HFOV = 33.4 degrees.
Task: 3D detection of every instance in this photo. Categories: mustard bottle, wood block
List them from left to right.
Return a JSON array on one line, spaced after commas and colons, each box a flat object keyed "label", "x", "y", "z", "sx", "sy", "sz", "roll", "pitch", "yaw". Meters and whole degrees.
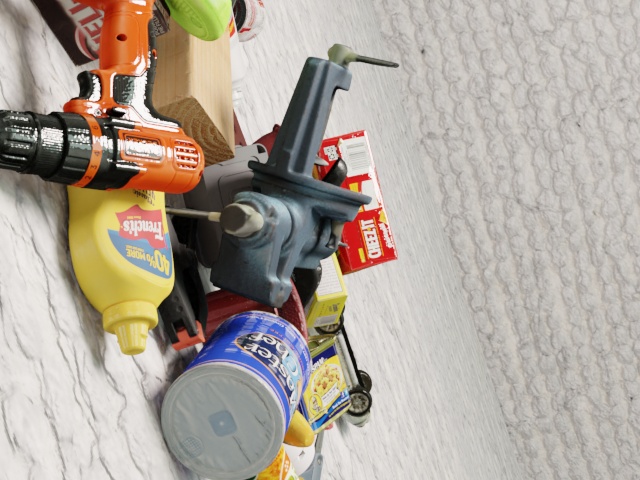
[{"label": "mustard bottle", "x": -0.155, "y": -0.003, "z": 0.831, "sx": 0.096, "sy": 0.058, "sz": 0.191, "roll": 31, "pitch": 43, "yaw": -57}, {"label": "wood block", "x": -0.142, "y": -0.168, "z": 1.017, "sx": 0.090, "sy": 0.091, "sz": 0.206, "roll": 57, "pitch": 21, "yaw": -49}]

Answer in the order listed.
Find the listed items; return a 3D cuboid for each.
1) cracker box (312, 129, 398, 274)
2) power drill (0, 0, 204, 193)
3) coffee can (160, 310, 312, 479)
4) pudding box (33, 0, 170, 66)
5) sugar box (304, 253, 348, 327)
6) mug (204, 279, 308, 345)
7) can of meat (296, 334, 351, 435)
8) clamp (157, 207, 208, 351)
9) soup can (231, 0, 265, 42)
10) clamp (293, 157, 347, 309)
[{"label": "cracker box", "x": 0.019, "y": -0.036, "z": 1.369, "sx": 0.214, "sy": 0.072, "sz": 0.164, "roll": 156, "pitch": -80, "yaw": -74}, {"label": "power drill", "x": -0.173, "y": -0.128, "z": 0.783, "sx": 0.184, "sy": 0.057, "sz": 0.187, "roll": 6, "pitch": 73, "yaw": -47}, {"label": "coffee can", "x": -0.068, "y": 0.131, "z": 0.924, "sx": 0.140, "sy": 0.103, "sz": 0.103, "roll": -57, "pitch": 129, "yaw": -73}, {"label": "pudding box", "x": -0.188, "y": -0.208, "z": 0.882, "sx": 0.039, "sy": 0.090, "sz": 0.113, "roll": -94, "pitch": 161, "yaw": -47}, {"label": "sugar box", "x": -0.015, "y": 0.010, "z": 1.306, "sx": 0.093, "sy": 0.048, "sz": 0.176, "roll": 110, "pitch": -32, "yaw": -63}, {"label": "mug", "x": -0.063, "y": 0.079, "z": 1.052, "sx": 0.117, "sy": 0.081, "sz": 0.093, "roll": -24, "pitch": 97, "yaw": -76}, {"label": "can of meat", "x": -0.015, "y": 0.158, "z": 1.159, "sx": 0.101, "sy": 0.058, "sz": 0.084, "roll": -27, "pitch": 104, "yaw": -52}, {"label": "clamp", "x": -0.135, "y": 0.011, "z": 0.944, "sx": 0.120, "sy": 0.039, "sz": 0.171, "roll": 46, "pitch": 22, "yaw": -49}, {"label": "soup can", "x": -0.111, "y": -0.283, "z": 1.330, "sx": 0.102, "sy": 0.068, "sz": 0.068, "roll": -38, "pitch": 110, "yaw": -76}, {"label": "clamp", "x": -0.057, "y": 0.001, "z": 1.142, "sx": 0.036, "sy": 0.164, "sz": 0.210, "roll": -70, "pitch": 165, "yaw": -61}]
